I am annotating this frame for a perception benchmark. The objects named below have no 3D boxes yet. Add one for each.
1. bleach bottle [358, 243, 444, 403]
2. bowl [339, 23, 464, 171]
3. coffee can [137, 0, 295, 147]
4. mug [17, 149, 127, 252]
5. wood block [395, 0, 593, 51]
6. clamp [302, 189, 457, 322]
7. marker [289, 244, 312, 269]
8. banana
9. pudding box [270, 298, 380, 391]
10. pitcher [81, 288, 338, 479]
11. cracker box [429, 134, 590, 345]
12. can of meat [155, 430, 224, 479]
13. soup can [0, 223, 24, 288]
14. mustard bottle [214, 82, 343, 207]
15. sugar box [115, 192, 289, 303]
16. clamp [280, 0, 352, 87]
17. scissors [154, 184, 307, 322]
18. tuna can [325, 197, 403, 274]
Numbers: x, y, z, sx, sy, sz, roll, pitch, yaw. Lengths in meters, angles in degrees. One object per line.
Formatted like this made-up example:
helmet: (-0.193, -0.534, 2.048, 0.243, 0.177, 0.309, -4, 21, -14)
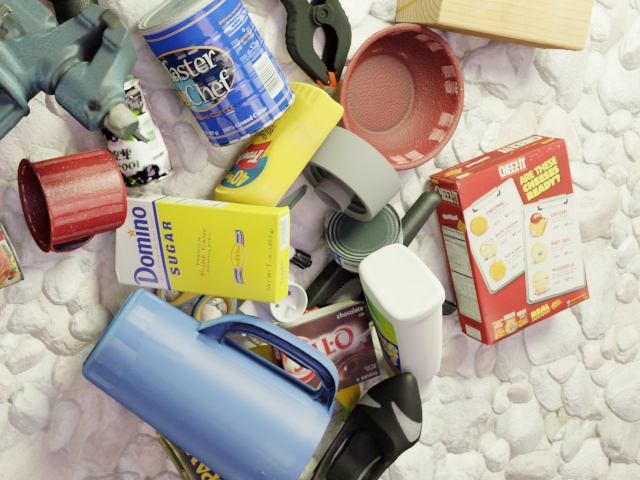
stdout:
bleach bottle: (0.101, 0.118, 1.209, 0.068, 0.103, 0.251, -28, 141, -12)
bowl: (0.080, -0.162, 1.196, 0.161, 0.055, 0.162, -6, 104, -26)
coffee can: (-0.103, -0.180, 1.069, 0.102, 0.103, 0.140, -39, 116, -15)
mug: (-0.242, -0.034, 1.046, 0.081, 0.093, 0.117, -16, 138, -29)
wood block: (0.201, -0.275, 1.213, 0.205, 0.091, 0.090, 4, 100, -28)
clamp: (0.071, 0.054, 1.251, 0.209, 0.036, 0.164, -28, 118, -18)
marker: (-0.058, 0.001, 1.182, 0.121, 0.020, 0.020, 29, 87, -29)
banana: (-0.021, 0.154, 1.225, 0.197, 0.037, 0.069, 27, 88, -30)
pudding box: (0.003, 0.124, 1.188, 0.113, 0.039, 0.090, -19, 105, -23)
pitcher: (-0.110, 0.148, 1.087, 0.242, 0.145, 0.149, 34, 66, -6)
cracker box: (0.233, -0.003, 1.303, 0.164, 0.072, 0.214, -22, 110, -22)
can of meat: (-0.120, 0.231, 1.181, 0.083, 0.058, 0.102, -33, 114, -20)
soup can: (-0.342, 0.027, 1.012, 0.102, 0.069, 0.068, -25, 112, -20)
mustard bottle: (-0.058, -0.075, 1.120, 0.058, 0.096, 0.191, 38, 83, -28)
sugar box: (-0.120, 0.006, 1.076, 0.176, 0.048, 0.093, 5, 102, 14)
clamp: (-0.016, -0.246, 1.136, 0.120, 0.039, 0.171, -12, 107, -23)
scissors: (-0.080, 0.029, 1.146, 0.201, 0.016, 0.096, -29, 93, -5)
tuna can: (0.050, -0.005, 1.197, 0.086, 0.086, 0.034, -40, 150, -14)
